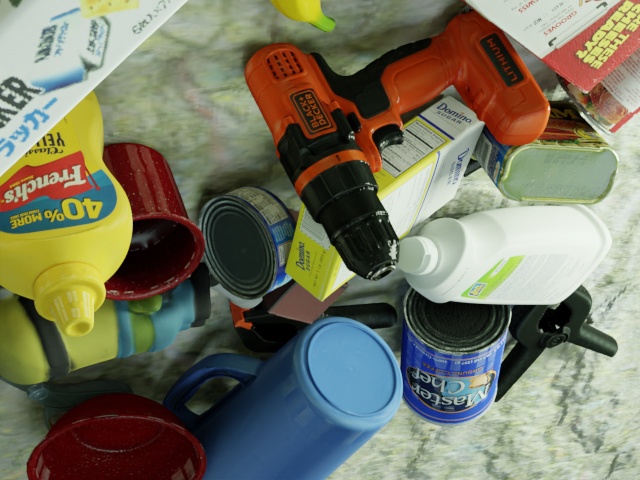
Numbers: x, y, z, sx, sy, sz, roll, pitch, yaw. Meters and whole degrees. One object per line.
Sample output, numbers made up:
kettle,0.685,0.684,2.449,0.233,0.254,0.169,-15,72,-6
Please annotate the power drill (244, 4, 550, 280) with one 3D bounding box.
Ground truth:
power drill,0.061,-0.077,0.741,0.187,0.184,0.057,-20,161,-19

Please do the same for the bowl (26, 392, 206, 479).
bowl,-0.187,0.190,0.986,0.162,0.055,0.162,-5,134,-6

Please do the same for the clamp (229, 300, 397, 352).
clamp,-0.022,0.089,1.011,0.171,0.039,0.120,13,129,-34

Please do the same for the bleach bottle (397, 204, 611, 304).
bleach bottle,0.156,0.010,0.935,0.250,0.068,0.103,3,129,-50

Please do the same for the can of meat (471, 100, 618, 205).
can of meat,0.177,-0.071,0.858,0.102,0.084,0.057,1,120,-13

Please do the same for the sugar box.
sugar box,0.051,-0.036,0.825,0.176,0.048,0.093,-38,157,-38

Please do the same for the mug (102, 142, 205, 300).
mug,-0.150,-0.014,0.772,0.117,0.081,0.093,-11,142,-17

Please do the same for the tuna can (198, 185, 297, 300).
tuna can,-0.055,0.001,0.838,0.033,0.086,0.086,-26,153,-43

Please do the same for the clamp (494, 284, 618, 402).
clamp,0.244,0.103,1.173,0.164,0.036,0.210,-26,142,2

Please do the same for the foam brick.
foam brick,-0.022,0.020,0.890,0.052,0.078,0.051,18,128,-40

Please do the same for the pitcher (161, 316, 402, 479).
pitcher,-0.037,0.164,0.988,0.149,0.145,0.243,-2,150,-34

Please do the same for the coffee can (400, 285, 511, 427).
coffee can,0.130,0.107,1.060,0.102,0.103,0.140,-16,143,-10

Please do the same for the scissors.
scissors,-0.234,0.130,0.963,0.096,0.016,0.201,-23,144,-3

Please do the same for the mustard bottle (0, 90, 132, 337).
mustard bottle,-0.169,-0.020,0.662,0.096,0.192,0.058,-9,141,-19
